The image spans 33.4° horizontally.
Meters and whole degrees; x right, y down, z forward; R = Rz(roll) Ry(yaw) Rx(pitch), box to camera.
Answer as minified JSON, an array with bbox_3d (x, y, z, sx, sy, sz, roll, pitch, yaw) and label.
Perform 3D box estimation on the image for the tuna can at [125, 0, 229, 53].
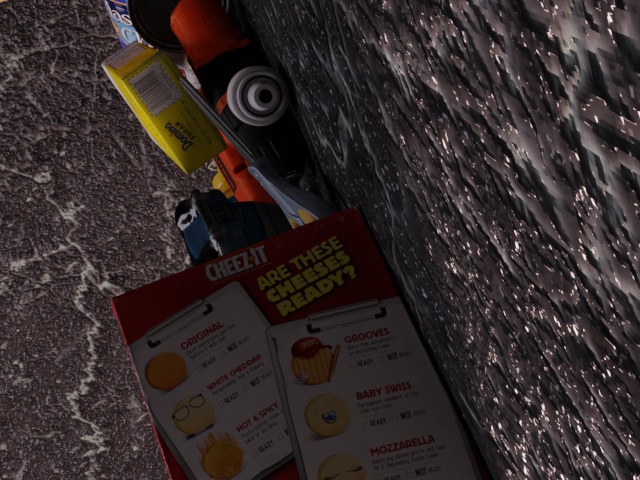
[{"bbox_3d":[-0.122,-0.205,0.906,0.034,0.086,0.086,-118,8,-59],"label":"tuna can"}]

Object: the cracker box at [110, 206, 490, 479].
[{"bbox_3d":[-0.011,0.106,0.626,0.072,0.164,0.214,82,165,-59],"label":"cracker box"}]

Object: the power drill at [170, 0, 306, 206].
[{"bbox_3d":[-0.059,-0.091,0.894,0.187,0.057,0.184,87,157,-66],"label":"power drill"}]

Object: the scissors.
[{"bbox_3d":[-0.032,-0.046,0.751,0.202,0.016,0.096,52,165,-3],"label":"scissors"}]

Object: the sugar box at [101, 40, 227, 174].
[{"bbox_3d":[-0.135,-0.115,0.891,0.093,0.048,0.176,57,171,-19],"label":"sugar box"}]
